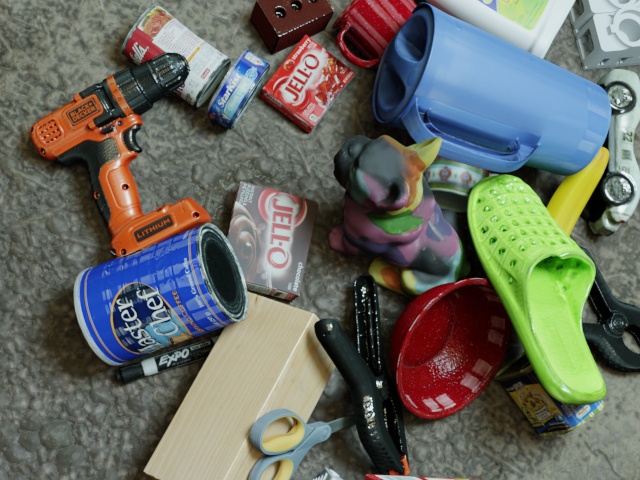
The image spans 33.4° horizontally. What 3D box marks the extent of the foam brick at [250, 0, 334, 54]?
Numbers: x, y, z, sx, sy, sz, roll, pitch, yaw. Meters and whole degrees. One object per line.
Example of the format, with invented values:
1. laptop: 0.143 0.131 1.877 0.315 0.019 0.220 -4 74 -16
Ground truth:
1. foam brick: -0.032 -0.259 1.224 0.078 0.051 0.053 -30 83 -19

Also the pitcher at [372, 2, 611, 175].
1. pitcher: 0.188 -0.145 1.151 0.242 0.145 0.149 17 93 -19

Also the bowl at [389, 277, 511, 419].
1. bowl: 0.127 0.106 1.131 0.161 0.055 0.162 -17 120 -32

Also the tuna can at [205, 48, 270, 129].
1. tuna can: -0.090 -0.165 1.167 0.033 0.086 0.086 32 70 -4

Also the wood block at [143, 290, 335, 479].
1. wood block: -0.073 0.168 1.060 0.091 0.090 0.206 16 67 32

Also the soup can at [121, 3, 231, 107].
1. soup can: -0.158 -0.202 1.172 0.102 0.069 0.068 36 70 -2

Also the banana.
1. banana: 0.272 -0.013 1.207 0.037 0.070 0.198 25 84 -20

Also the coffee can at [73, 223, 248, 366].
1. coffee can: -0.156 0.054 1.052 0.140 0.102 0.103 -20 78 15

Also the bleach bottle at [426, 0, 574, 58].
1. bleach bottle: 0.161 -0.296 1.230 0.251 0.068 0.102 29 72 5

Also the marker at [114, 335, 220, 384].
1. marker: -0.153 0.124 1.107 0.121 0.020 0.020 -17 79 -16

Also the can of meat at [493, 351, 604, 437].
1. can of meat: 0.245 0.160 1.143 0.057 0.102 0.084 -35 87 -19

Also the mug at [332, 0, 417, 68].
1. mug: 0.067 -0.241 1.220 0.081 0.093 0.117 46 60 -2

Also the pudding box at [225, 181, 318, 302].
1. pudding box: -0.058 0.001 1.152 0.090 0.039 0.113 14 72 -9

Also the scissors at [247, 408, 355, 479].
1. scissors: -0.011 0.209 1.064 0.016 0.201 0.096 20 91 35

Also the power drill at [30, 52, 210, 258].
1. power drill: -0.189 -0.085 1.116 0.184 0.057 0.188 -29 81 5

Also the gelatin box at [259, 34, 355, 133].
1. gelatin box: -0.015 -0.178 1.216 0.073 0.030 0.089 37 70 0

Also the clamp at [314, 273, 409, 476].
1. clamp: 0.047 0.148 1.090 0.036 0.164 0.210 -12 94 21
